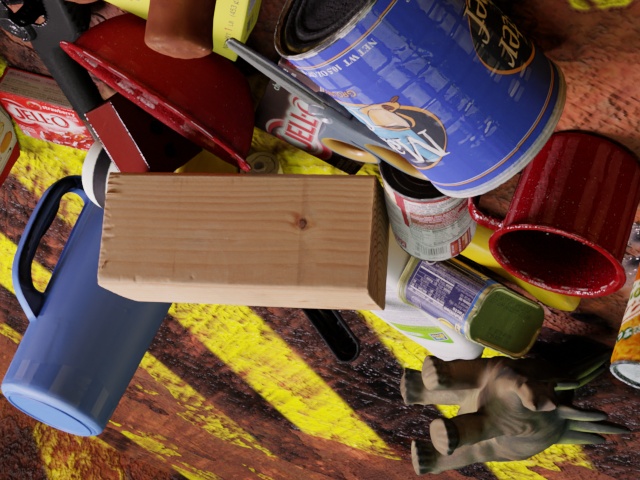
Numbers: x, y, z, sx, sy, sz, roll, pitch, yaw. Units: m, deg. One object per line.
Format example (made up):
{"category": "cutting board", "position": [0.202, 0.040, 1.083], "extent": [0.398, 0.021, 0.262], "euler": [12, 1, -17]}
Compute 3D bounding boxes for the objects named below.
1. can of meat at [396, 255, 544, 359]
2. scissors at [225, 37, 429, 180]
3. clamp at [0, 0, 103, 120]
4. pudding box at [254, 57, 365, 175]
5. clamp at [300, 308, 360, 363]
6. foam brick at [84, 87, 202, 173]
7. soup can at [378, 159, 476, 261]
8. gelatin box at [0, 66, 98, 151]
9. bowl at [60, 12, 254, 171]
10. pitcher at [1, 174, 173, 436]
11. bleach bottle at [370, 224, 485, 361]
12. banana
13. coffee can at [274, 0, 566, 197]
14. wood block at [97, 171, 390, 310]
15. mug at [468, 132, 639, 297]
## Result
{"category": "can of meat", "position": [0.129, 0.052, 0.897], "extent": [0.101, 0.057, 0.084], "euler": [23, -174, -45]}
{"category": "scissors", "position": [-0.003, -0.081, 0.678], "extent": [0.201, 0.016, 0.096], "euler": [25, 172, -36]}
{"category": "clamp", "position": [-0.218, -0.167, 0.821], "extent": [0.164, 0.036, 0.210], "euler": [34, 156, -17]}
{"category": "pudding box", "position": [0.005, -0.097, 0.764], "extent": [0.090, 0.039, 0.114], "euler": [26, 157, -6]}
{"category": "clamp", "position": [-0.029, 0.028, 0.947], "extent": [0.120, 0.039, 0.172], "euler": [47, -173, -41]}
{"category": "foam brick", "position": [-0.145, -0.088, 0.873], "extent": [0.051, 0.052, 0.078], "euler": [-10, 115, 52]}
{"category": "soup can", "position": [0.082, -0.035, 0.792], "extent": [0.068, 0.068, 0.102], "euler": [16, 157, 17]}
{"category": "gelatin box", "position": [-0.242, -0.116, 0.966], "extent": [0.089, 0.030, 0.073], "euler": [16, 156, 17]}
{"category": "bowl", "position": [-0.104, -0.116, 0.767], "extent": [0.162, 0.055, 0.162], "euler": [33, 177, 2]}
{"category": "pitcher", "position": [-0.226, 0.061, 1.067], "extent": [0.149, 0.242, 0.145], "euler": [15, 154, 17]}
{"category": "bleach bottle", "position": [0.083, 0.052, 0.993], "extent": [0.103, 0.068, 0.250], "euler": [8, 156, 38]}
{"category": "banana", "position": [0.148, 0.014, 0.877], "extent": [0.197, 0.037, 0.070], "euler": [31, 156, -19]}
{"category": "coffee can", "position": [0.059, -0.105, 0.614], "extent": [0.140, 0.102, 0.103], "euler": [37, 154, -29]}
{"category": "wood block", "position": [-0.056, 0.001, 0.823], "extent": [0.206, 0.091, 0.090], "euler": [2, 169, 12]}
{"category": "mug", "position": [0.159, -0.022, 0.728], "extent": [0.117, 0.081, 0.093], "euler": [16, 157, 15]}
